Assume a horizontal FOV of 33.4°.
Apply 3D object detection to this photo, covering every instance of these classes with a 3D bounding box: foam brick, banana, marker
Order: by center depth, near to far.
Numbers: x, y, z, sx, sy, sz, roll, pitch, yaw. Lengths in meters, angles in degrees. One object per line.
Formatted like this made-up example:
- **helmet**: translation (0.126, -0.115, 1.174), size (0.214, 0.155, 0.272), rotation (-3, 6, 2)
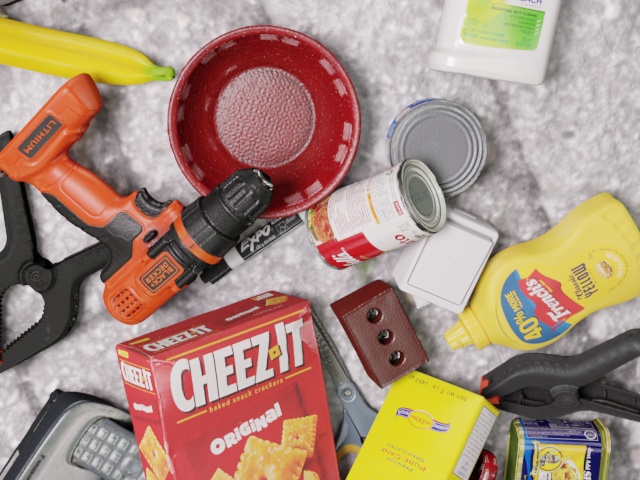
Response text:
- **banana**: translation (-0.221, -0.158, 0.875), size (0.197, 0.070, 0.037), rotation (8, 82, -20)
- **marker**: translation (-0.056, 0.001, 0.950), size (0.121, 0.020, 0.020), rotation (-34, 102, 5)
- **foam brick**: translation (0.052, 0.082, 0.952), size (0.053, 0.051, 0.078), rotation (-30, 101, -6)

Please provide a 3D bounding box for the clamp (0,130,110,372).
- **clamp**: translation (-0.253, 0.019, 0.936), size (0.164, 0.036, 0.210), rotation (34, 96, -9)

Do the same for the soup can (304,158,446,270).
- **soup can**: translation (0.047, -0.022, 0.903), size (0.102, 0.068, 0.068), rotation (-22, 105, 34)

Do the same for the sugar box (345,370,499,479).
- **sugar box**: translation (0.076, 0.207, 0.935), size (0.048, 0.093, 0.176), rotation (45, 68, -48)

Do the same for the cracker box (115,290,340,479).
- **cracker box**: translation (-0.071, 0.170, 0.922), size (0.163, 0.072, 0.214), rotation (-18, 106, -35)

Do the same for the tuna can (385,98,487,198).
- **tuna can**: translation (0.100, -0.081, 0.932), size (0.086, 0.034, 0.086), rotation (0, 102, -2)

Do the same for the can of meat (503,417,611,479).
- **can of meat**: translation (0.217, 0.216, 0.991), size (0.084, 0.057, 0.102), rotation (2, 102, -1)

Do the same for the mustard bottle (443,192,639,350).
- **mustard bottle**: translation (0.196, 0.043, 0.950), size (0.191, 0.058, 0.096), rotation (-30, 113, 5)

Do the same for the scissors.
- **scissors**: translation (0.015, 0.158, 0.989), size (0.096, 0.016, 0.201), rotation (-41, 101, 4)

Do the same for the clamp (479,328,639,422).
- **clamp**: translation (0.230, 0.135, 0.956), size (0.172, 0.039, 0.120), rotation (-14, 123, 33)

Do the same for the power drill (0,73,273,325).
- **power drill**: translation (-0.154, -0.044, 0.871), size (0.185, 0.057, 0.187), rotation (-41, 97, 19)

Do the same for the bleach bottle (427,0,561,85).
- **bleach bottle**: translation (0.158, -0.259, 0.882), size (0.102, 0.068, 0.251), rotation (8, 99, -2)

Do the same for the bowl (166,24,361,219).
- **bowl**: translation (-0.048, -0.102, 0.909), size (0.162, 0.055, 0.162), rotation (0, 102, -2)
